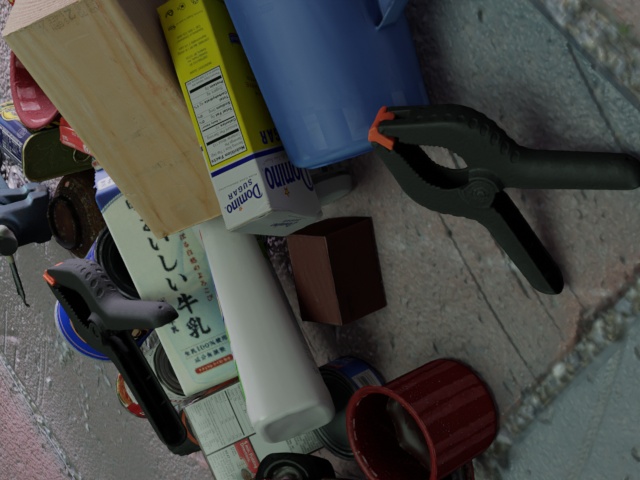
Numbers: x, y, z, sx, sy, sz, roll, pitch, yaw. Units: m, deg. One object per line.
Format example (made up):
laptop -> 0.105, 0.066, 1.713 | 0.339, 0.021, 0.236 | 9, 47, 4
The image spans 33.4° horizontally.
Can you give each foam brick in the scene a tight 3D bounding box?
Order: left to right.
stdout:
foam brick -> 0.012, 0.024, 0.866 | 0.051, 0.052, 0.078 | 5, 109, 49

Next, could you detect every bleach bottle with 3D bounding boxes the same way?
bleach bottle -> -0.062, 0.039, 0.902 | 0.102, 0.068, 0.251 | 76, 173, -69

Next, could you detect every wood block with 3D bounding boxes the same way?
wood block -> -0.138, -0.113, 0.814 | 0.090, 0.091, 0.206 | -20, 129, 15

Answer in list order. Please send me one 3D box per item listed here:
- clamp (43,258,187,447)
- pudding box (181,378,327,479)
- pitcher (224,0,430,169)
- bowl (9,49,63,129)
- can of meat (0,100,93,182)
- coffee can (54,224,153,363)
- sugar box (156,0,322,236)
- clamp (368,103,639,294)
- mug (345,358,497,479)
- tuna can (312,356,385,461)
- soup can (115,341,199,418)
clamp -> -0.187, 0.087, 0.978 | 0.210, 0.036, 0.164 | 31, 135, 40
pudding box -> -0.058, 0.167, 0.975 | 0.090, 0.113, 0.039 | 65, -174, 6
pitcher -> -0.001, -0.180, 0.736 | 0.149, 0.145, 0.243 | -88, -21, -82
bowl -> -0.250, -0.186, 1.057 | 0.162, 0.055, 0.162 | -10, 78, 51
can of meat -> -0.283, -0.112, 1.116 | 0.084, 0.101, 0.057 | 37, 133, 37
coffee can -> -0.203, 0.052, 1.091 | 0.103, 0.102, 0.141 | 59, 140, 13
sugar box -> -0.057, -0.092, 0.786 | 0.048, 0.093, 0.176 | -25, 79, 21
clamp -> 0.110, -0.031, 0.694 | 0.171, 0.039, 0.120 | 22, 126, 9
mug -> 0.085, 0.151, 0.814 | 0.093, 0.081, 0.117 | -26, 85, 51
tuna can -> 0.024, 0.144, 0.920 | 0.086, 0.033, 0.086 | 24, 124, 42
soup can -> -0.163, 0.141, 1.113 | 0.102, 0.068, 0.068 | -34, 80, 50
